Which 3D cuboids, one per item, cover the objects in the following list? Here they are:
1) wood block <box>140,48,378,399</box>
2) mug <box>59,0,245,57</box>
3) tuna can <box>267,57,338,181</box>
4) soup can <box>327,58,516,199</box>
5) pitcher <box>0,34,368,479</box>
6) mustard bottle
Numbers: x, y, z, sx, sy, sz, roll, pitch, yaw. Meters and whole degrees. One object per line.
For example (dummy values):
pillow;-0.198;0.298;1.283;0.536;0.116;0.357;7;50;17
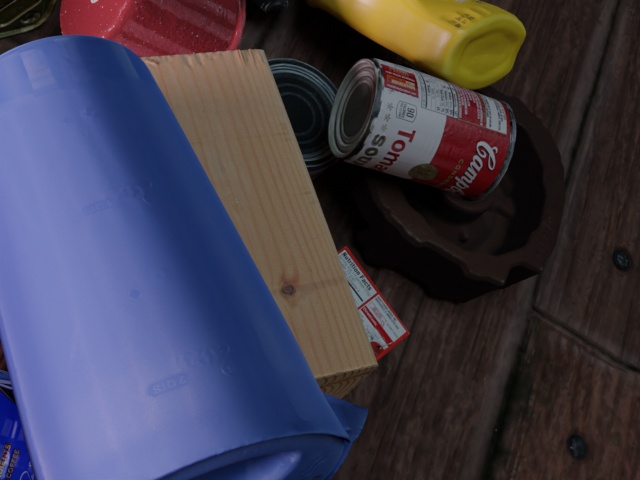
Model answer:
wood block;-0.054;0.001;0.623;0.090;0.090;0.206;-9;68;-27
mug;-0.114;-0.147;0.675;0.081;0.117;0.093;20;101;-44
tuna can;-0.024;-0.081;0.734;0.086;0.034;0.086;10;65;-23
soup can;0.064;-0.071;0.685;0.102;0.069;0.068;14;64;-23
pitcher;-0.101;0.026;0.493;0.149;0.145;0.243;25;33;-57
mustard bottle;0.044;-0.172;0.757;0.192;0.058;0.096;35;31;29
